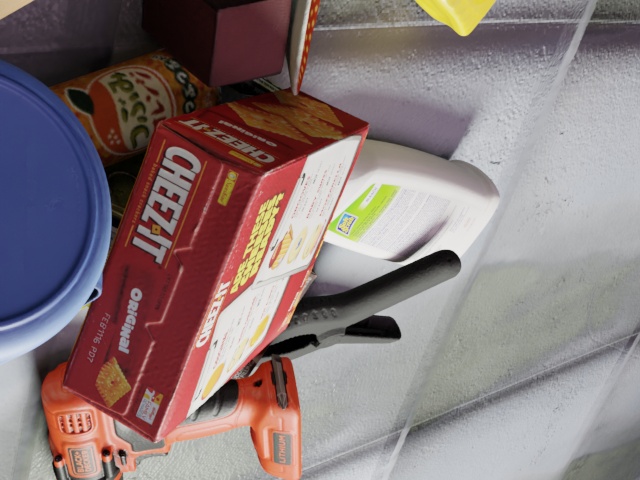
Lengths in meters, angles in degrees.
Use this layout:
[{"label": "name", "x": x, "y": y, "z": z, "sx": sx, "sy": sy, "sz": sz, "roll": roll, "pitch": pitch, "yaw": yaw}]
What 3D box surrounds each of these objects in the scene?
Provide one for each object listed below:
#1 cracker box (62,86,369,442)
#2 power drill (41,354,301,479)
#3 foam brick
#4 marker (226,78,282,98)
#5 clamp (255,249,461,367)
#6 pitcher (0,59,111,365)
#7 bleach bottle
[{"label": "cracker box", "x": -0.054, "y": 0.001, "z": 0.640, "sx": 0.164, "sy": 0.072, "sz": 0.213, "roll": -67, "pitch": 169, "yaw": 18}, {"label": "power drill", "x": -0.109, "y": 0.155, "z": 0.808, "sx": 0.187, "sy": 0.057, "sz": 0.184, "roll": -6, "pitch": 136, "yaw": -8}, {"label": "foam brick", "x": -0.061, "y": -0.133, "z": 0.619, "sx": 0.052, "sy": 0.078, "sz": 0.051, "roll": -20, "pitch": 139, "yaw": -35}, {"label": "marker", "x": -0.041, "y": -0.102, "z": 0.726, "sx": 0.020, "sy": 0.020, "sz": 0.121, "roll": -54, "pitch": 146, "yaw": 8}, {"label": "clamp", "x": 0.010, "y": 0.064, "z": 0.891, "sx": 0.209, "sy": 0.036, "sz": 0.165, "roll": -10, "pitch": 156, "yaw": -28}, {"label": "pitcher", "x": -0.174, "y": 0.011, "z": 0.442, "sx": 0.145, "sy": 0.243, "sz": 0.149, "roll": 51, "pitch": 54, "yaw": -15}, {"label": "bleach bottle", "x": 0.040, "y": -0.040, "z": 0.840, "sx": 0.250, "sy": 0.068, "sz": 0.103, "roll": 16, "pitch": 113, "yaw": -51}]
